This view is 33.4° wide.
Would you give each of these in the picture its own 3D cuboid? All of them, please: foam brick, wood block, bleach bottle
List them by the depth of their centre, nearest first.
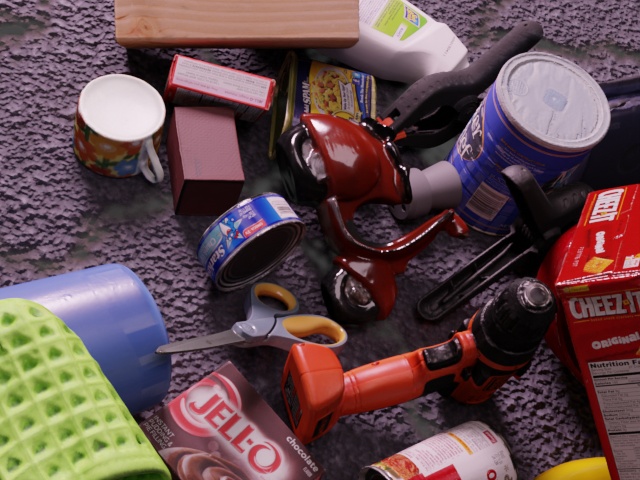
[{"bbox_3d":[-0.098,-0.067,0.900,0.053,0.051,0.078,0,59,-18],"label":"foam brick"},{"bbox_3d":[-0.072,-0.215,0.935,0.206,0.090,0.091,-1,96,-4],"label":"wood block"},{"bbox_3d":[0.042,-0.204,1.028,0.251,0.068,0.102,31,56,-1],"label":"bleach bottle"}]

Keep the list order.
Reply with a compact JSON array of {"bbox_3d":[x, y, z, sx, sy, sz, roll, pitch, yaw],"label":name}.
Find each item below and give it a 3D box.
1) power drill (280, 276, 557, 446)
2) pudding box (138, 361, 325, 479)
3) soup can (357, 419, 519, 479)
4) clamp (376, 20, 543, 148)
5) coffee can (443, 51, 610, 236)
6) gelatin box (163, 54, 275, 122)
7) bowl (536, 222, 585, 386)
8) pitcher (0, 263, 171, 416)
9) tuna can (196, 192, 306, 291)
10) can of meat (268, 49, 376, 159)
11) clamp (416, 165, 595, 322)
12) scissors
[{"bbox_3d":[0.070,0.091,0.787,0.187,0.184,0.057,-10,64,-14],"label":"power drill"},{"bbox_3d":[-0.067,0.157,0.775,0.089,0.039,0.113,-34,74,-33],"label":"pudding box"},{"bbox_3d":[0.088,0.182,0.794,0.102,0.069,0.068,-18,66,-27],"label":"soup can"},{"bbox_3d":[0.136,-0.126,1.000,0.171,0.120,0.039,-26,45,-3],"label":"clamp"},{"bbox_3d":[0.177,-0.083,0.947,0.102,0.140,0.103,9,57,-13],"label":"coffee can"},{"bbox_3d":[-0.089,-0.131,0.928,0.089,0.073,0.030,13,85,-11],"label":"gelatin box"},{"bbox_3d":[0.233,0.046,0.909,0.161,0.055,0.162,-3,95,-38],"label":"bowl"},{"bbox_3d":[-0.233,0.090,0.716,0.242,0.145,0.149,-17,91,-31],"label":"pitcher"},{"bbox_3d":[-0.056,0.001,0.850,0.086,0.086,0.034,-26,68,-30],"label":"tuna can"},{"bbox_3d":[0.003,-0.113,0.960,0.083,0.058,0.102,12,56,-13],"label":"can of meat"},{"bbox_3d":[0.177,0.000,0.923,0.209,0.165,0.036,-6,48,-48],"label":"clamp"},{"bbox_3d":[-0.062,0.059,0.799,0.201,0.016,0.096,9,27,-45],"label":"scissors"}]
